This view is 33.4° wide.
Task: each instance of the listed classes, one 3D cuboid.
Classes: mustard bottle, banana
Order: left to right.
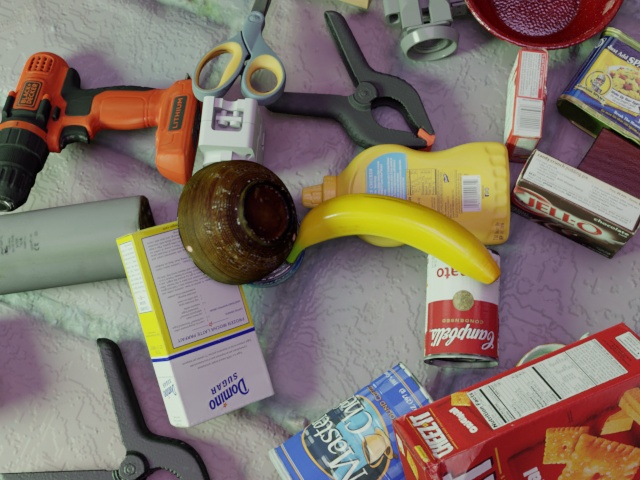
[{"bbox_3d":[0.063,-0.006,0.947,0.198,0.037,0.070,6,113,20],"label":"banana"},{"bbox_3d":[0.078,-0.042,0.998,0.191,0.058,0.096,-1,92,3],"label":"mustard bottle"}]

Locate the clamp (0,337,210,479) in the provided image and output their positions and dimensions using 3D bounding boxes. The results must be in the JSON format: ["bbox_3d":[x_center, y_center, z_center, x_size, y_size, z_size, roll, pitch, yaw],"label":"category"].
[{"bbox_3d":[-0.179,0.213,0.964,0.210,0.036,0.164,41,82,11],"label":"clamp"}]

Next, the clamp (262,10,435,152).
[{"bbox_3d":[0.042,-0.147,1.038,0.171,0.039,0.120,26,84,3],"label":"clamp"}]

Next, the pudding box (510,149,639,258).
[{"bbox_3d":[0.231,-0.032,0.971,0.113,0.090,0.039,25,78,8],"label":"pudding box"}]

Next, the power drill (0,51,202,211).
[{"bbox_3d":[-0.212,-0.099,1.010,0.187,0.057,0.184,6,57,2],"label":"power drill"}]

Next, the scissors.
[{"bbox_3d":[-0.050,-0.199,1.034,0.096,0.016,0.201,25,59,15],"label":"scissors"}]

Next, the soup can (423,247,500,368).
[{"bbox_3d":[0.129,0.061,0.967,0.068,0.068,0.102,3,76,4],"label":"soup can"}]

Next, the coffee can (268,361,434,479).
[{"bbox_3d":[0.041,0.186,0.924,0.140,0.103,0.103,-34,77,-5],"label":"coffee can"}]

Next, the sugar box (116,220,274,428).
[{"bbox_3d":[-0.111,0.069,0.953,0.093,0.048,0.176,-16,93,-32],"label":"sugar box"}]

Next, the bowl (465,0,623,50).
[{"bbox_3d":[0.214,-0.251,1.043,0.162,0.055,0.162,-1,76,3],"label":"bowl"}]

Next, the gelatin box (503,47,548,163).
[{"bbox_3d":[0.193,-0.127,1.005,0.030,0.073,0.089,7,76,4],"label":"gelatin box"}]

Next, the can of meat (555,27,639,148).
[{"bbox_3d":[0.287,-0.137,1.011,0.102,0.057,0.084,35,83,11],"label":"can of meat"}]

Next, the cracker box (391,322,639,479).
[{"bbox_3d":[0.181,0.184,0.874,0.213,0.164,0.072,-21,32,-10],"label":"cracker box"}]
